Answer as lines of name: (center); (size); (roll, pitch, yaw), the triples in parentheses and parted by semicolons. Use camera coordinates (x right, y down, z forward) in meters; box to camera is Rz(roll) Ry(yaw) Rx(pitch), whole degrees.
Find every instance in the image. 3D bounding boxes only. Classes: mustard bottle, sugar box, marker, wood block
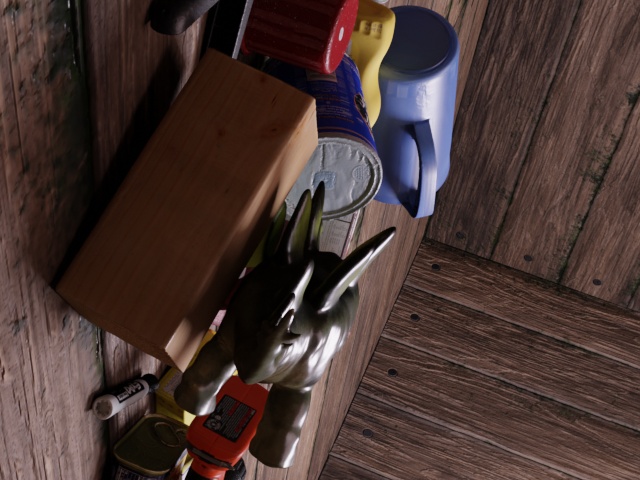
mustard bottle: (0.018, -0.162, 1.132); (0.058, 0.096, 0.192); (-54, 157, -53)
sugar box: (-0.134, 0.187, 1.141); (0.093, 0.048, 0.176); (-48, 156, -37)
marker: (-0.170, 0.136, 0.944); (0.121, 0.020, 0.020); (-15, 124, -79)
wood block: (-0.090, -0.021, 0.772); (0.206, 0.090, 0.091); (-60, 169, -14)

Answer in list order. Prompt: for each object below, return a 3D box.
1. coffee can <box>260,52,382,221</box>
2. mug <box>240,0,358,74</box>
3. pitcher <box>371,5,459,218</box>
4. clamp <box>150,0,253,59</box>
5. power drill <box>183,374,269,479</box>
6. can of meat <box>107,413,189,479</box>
coffee can: (-0.004, -0.102, 0.987); (0.103, 0.102, 0.140); (101, -14, -45)
mug: (-0.013, -0.207, 0.941); (0.093, 0.081, 0.117); (-20, 129, -78)
pitcher: (0.100, -0.148, 1.243); (0.145, 0.149, 0.243); (-55, 164, -24)
clamp: (-0.061, -0.210, 0.793); (0.164, 0.036, 0.210); (37, 77, -81)
power drill: (-0.102, 0.224, 1.045); (0.184, 0.057, 0.188); (-56, 167, -57)
can of meat: (-0.169, 0.228, 1.029); (0.102, 0.057, 0.084); (-46, 155, -69)
